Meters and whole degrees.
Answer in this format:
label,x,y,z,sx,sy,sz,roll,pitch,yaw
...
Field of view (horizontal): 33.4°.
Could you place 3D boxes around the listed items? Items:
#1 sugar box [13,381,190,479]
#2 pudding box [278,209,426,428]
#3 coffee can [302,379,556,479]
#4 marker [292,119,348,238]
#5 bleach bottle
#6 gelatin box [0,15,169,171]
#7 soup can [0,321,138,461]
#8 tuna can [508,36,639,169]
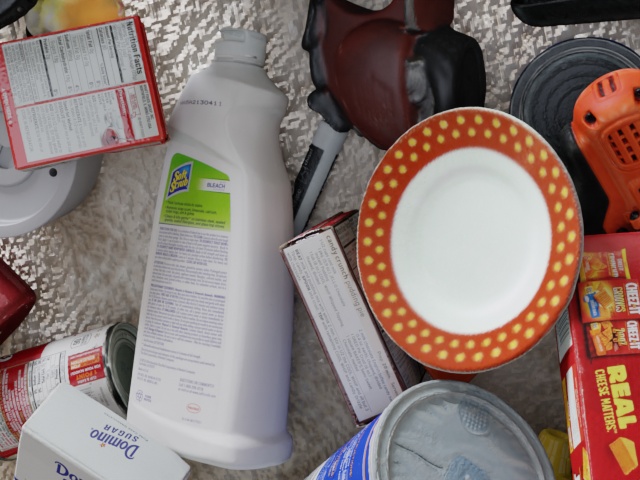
label,x,y,z,sx,sy,sz,roll,pitch,yaw
sugar box,-0.142,0.165,0.655,0.093,0.048,0.176,32,136,5
pudding box,0.022,0.042,0.622,0.039,0.090,0.113,-25,91,15
coffee can,0.044,0.148,0.565,0.103,0.102,0.140,44,141,5
marker,-0.015,-0.016,0.659,0.020,0.020,0.121,26,102,9
bleach bottle,-0.054,0.001,0.635,0.103,0.068,0.251,7,90,33
gelatin box,-0.138,-0.084,0.616,0.089,0.030,0.073,-12,92,-5
soup can,-0.163,0.097,0.685,0.102,0.068,0.068,-17,93,15
tuna can,0.150,-0.072,0.605,0.086,0.033,0.086,2,98,13
